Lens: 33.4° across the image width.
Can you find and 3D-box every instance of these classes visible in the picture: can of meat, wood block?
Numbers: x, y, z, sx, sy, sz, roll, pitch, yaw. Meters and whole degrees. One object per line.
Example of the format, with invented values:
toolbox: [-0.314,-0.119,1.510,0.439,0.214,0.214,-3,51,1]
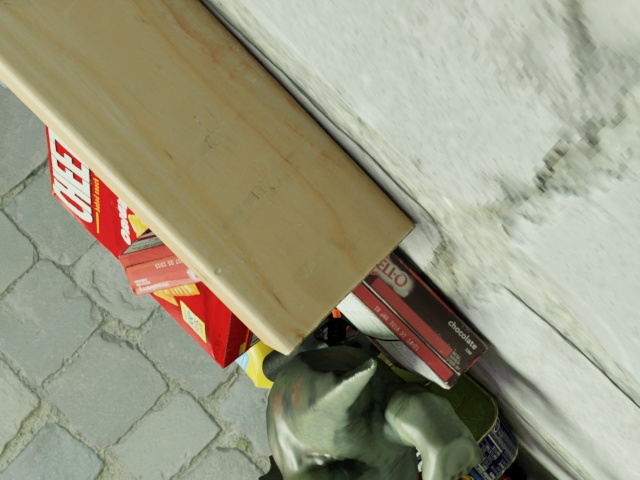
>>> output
can of meat: [0.091,0.127,0.780,0.102,0.057,0.084,39,173,36]
wood block: [-0.064,-0.049,0.531,0.206,0.090,0.091,46,172,-6]

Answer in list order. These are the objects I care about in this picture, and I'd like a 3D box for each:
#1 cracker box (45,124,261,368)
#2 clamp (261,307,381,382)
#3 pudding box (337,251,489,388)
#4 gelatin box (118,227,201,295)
cracker box: [-0.115,-0.029,0.788,0.214,0.072,0.164,42,149,17]
clamp: [0.021,0.072,0.818,0.172,0.120,0.039,109,153,-65]
pudding box: [0.042,0.040,0.639,0.090,0.039,0.114,45,171,-8]
gelatin box: [-0.066,-0.004,0.634,0.030,0.073,0.089,67,-151,-19]
